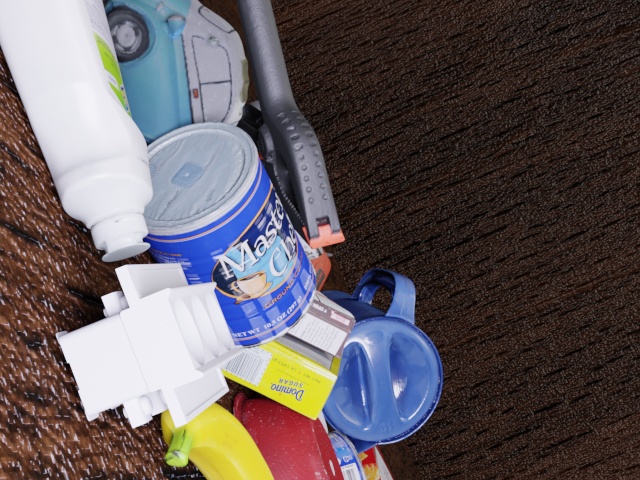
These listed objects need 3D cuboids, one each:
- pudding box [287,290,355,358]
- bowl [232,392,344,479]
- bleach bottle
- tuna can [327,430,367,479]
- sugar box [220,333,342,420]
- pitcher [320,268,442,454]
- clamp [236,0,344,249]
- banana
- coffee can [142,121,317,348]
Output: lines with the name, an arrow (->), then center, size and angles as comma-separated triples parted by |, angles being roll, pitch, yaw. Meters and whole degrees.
pudding box -> -0.029, 0.053, 0.909 | 0.090, 0.039, 0.114 | 27, 0, -20
bowl -> -0.016, 0.191, 0.864 | 0.162, 0.055, 0.162 | -22, 91, -86
bleach bottle -> -0.150, -0.111, 0.613 | 0.102, 0.068, 0.251 | 47, 24, -79
tuna can -> 0.009, 0.217, 0.962 | 0.086, 0.033, 0.086 | 40, -44, 54
sugar box -> -0.031, 0.100, 0.911 | 0.093, 0.048, 0.176 | 27, 1, 3
pitcher -> 0.039, 0.117, 1.181 | 0.145, 0.149, 0.243 | 62, -8, -13
clamp -> -0.033, -0.079, 0.859 | 0.165, 0.036, 0.210 | 110, -38, -63
banana -> -0.059, 0.147, 0.665 | 0.197, 0.037, 0.069 | 62, 25, -50
coffee can -> -0.072, -0.002, 0.782 | 0.140, 0.103, 0.103 | 65, 5, -45
